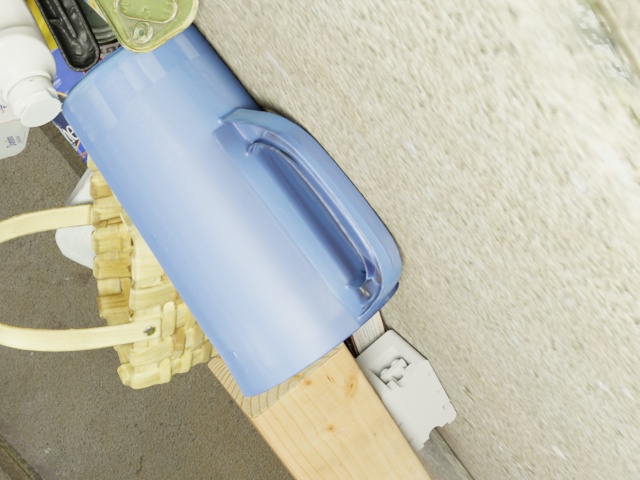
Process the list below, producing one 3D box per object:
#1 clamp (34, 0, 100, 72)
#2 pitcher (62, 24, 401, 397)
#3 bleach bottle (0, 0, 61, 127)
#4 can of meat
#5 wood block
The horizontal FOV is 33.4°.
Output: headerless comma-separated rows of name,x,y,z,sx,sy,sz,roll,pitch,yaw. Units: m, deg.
clamp,-0.204,-0.218,0.705,0.164,0.036,0.210,60,-174,-48
pitcher,-0.059,-0.028,0.724,0.243,0.149,0.145,55,-175,-5
bleach bottle,-0.243,-0.185,0.716,0.251,0.068,0.102,57,168,19
can of meat,-0.130,-0.176,0.652,0.084,0.057,0.102,44,168,44
wood block,0.008,0.159,0.872,0.091,0.090,0.206,39,164,54
